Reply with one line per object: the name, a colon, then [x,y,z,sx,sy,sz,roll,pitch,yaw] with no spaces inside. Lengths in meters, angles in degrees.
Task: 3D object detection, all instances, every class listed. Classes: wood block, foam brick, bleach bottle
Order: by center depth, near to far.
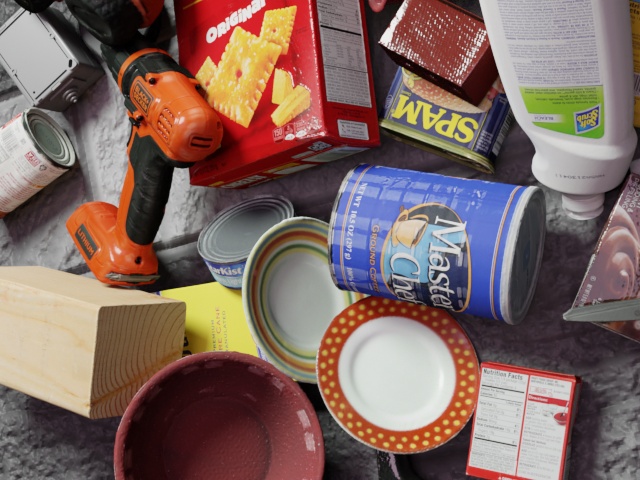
bleach bottle: [0.161,-0.124,0.732,0.103,0.068,0.251,6,130,29]
foam brick: [0.093,-0.143,0.790,0.078,0.053,0.051,33,92,23]
wood block: [-0.217,0.080,0.896,0.206,0.090,0.090,10,95,40]

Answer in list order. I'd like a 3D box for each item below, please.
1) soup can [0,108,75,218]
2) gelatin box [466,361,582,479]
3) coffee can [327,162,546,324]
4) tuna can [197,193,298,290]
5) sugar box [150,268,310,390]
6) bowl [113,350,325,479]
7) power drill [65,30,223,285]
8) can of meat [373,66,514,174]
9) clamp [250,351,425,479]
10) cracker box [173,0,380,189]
soup can: [-0.287,-0.068,0.987,0.102,0.068,0.068,-33,74,15]
gelatin box: [0.154,0.140,0.807,0.073,0.030,0.089,7,87,24]
coffee can: [0.090,0.001,0.808,0.140,0.102,0.103,10,88,23]
tuna can: [-0.056,0.001,0.879,0.086,0.033,0.086,-17,35,12]
sugar box: [-0.085,0.082,0.902,0.176,0.048,0.093,-10,81,20]
bowl: [-0.079,0.168,0.837,0.162,0.055,0.162,1,82,-7]
power drill: [-0.160,-0.071,0.903,0.185,0.057,0.188,50,127,43]
can of meat: [0.104,-0.110,0.840,0.102,0.057,0.084,23,90,22]
clamp: [0.043,0.216,0.840,0.165,0.036,0.210,-41,68,15]
cracker box: [-0.044,-0.162,0.869,0.164,0.071,0.214,-14,80,43]
